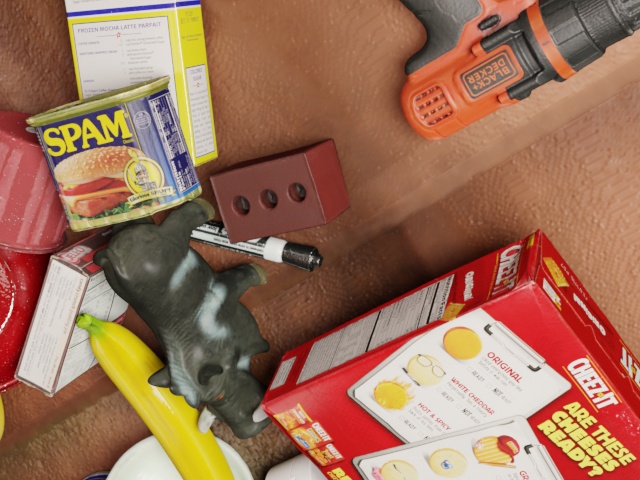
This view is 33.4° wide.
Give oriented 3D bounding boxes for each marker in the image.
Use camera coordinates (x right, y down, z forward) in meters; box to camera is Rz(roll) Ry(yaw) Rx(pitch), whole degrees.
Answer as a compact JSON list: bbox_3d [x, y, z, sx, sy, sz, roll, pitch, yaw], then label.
[{"bbox_3d":[-0.055,0.001,0.789,0.121,0.020,0.020,14,109,18],"label":"marker"}]

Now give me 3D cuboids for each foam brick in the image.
[{"bbox_3d":[-0.027,-0.034,0.750,0.078,0.051,0.053,-13,100,24],"label":"foam brick"}]

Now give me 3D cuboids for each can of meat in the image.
[{"bbox_3d":[-0.140,-0.059,0.734,0.102,0.057,0.084,-11,105,24],"label":"can of meat"}]

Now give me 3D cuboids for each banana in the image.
[{"bbox_3d":[-0.118,0.132,0.799,0.037,0.069,0.198,-35,96,13],"label":"banana"}]

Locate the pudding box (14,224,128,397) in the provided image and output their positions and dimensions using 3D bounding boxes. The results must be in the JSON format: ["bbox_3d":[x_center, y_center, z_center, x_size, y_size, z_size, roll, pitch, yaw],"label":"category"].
[{"bbox_3d":[-0.182,0.052,0.816,0.039,0.090,0.114,26,113,13],"label":"pudding box"}]

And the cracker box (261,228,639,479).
[{"bbox_3d":[0.095,0.109,0.702,0.214,0.072,0.164,-29,111,30],"label":"cracker box"}]

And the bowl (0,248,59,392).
[{"bbox_3d":[-0.279,0.044,0.829,0.162,0.055,0.162,1,85,-6],"label":"bowl"}]

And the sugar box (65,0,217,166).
[{"bbox_3d":[-0.131,-0.141,0.766,0.093,0.048,0.176,1,103,21],"label":"sugar box"}]

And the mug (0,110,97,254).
[{"bbox_3d":[-0.215,-0.044,0.811,0.117,0.093,0.081,17,108,-16],"label":"mug"}]

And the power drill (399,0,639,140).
[{"bbox_3d":[0.098,-0.176,0.656,0.185,0.057,0.187,-28,93,26],"label":"power drill"}]
